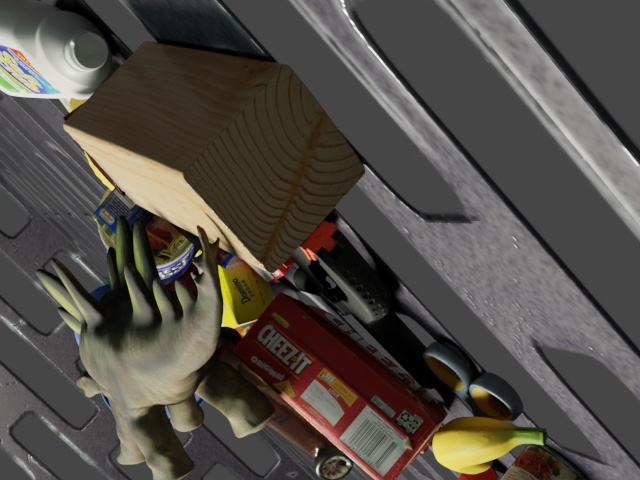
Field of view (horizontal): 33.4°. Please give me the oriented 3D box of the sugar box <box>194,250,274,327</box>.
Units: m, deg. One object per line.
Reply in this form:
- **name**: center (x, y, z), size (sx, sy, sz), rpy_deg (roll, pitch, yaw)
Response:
- **sugar box**: center (-0.091, 0.043, 1.098), size (0.176, 0.048, 0.093), rpy_deg (147, 105, -74)

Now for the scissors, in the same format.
- **scissors**: center (0.121, 0.131, 0.879), size (0.096, 0.016, 0.202), rpy_deg (37, 165, 11)

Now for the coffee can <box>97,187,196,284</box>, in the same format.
- **coffee can**: center (-0.183, -0.010, 1.146), size (0.103, 0.102, 0.140), rpy_deg (43, 167, 2)

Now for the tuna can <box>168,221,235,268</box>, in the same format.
- **tuna can**: center (-0.099, -0.017, 0.881), size (0.086, 0.034, 0.086), rpy_deg (43, 179, 1)

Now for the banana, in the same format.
- **banana**: center (0.124, 0.169, 0.863), size (0.069, 0.037, 0.198), rpy_deg (17, 165, 1)

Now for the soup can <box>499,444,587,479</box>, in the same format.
- **soup can**: center (0.163, 0.221, 0.854), size (0.068, 0.102, 0.068), rpy_deg (40, 167, 11)

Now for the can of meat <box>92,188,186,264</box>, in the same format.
- **can of meat**: center (-0.146, -0.030, 0.960), size (0.057, 0.084, 0.102), rpy_deg (42, -177, 22)

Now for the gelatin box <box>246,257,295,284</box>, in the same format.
- **gelatin box**: center (-0.056, 0.001, 0.969), size (0.073, 0.030, 0.089), rpy_deg (45, 167, -2)

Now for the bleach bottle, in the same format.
- **bleach bottle**: center (-0.244, -0.169, 0.920), size (0.102, 0.068, 0.251), rpy_deg (50, 163, -27)

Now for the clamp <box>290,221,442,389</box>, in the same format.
- **clamp**: center (0.014, 0.034, 0.848), size (0.165, 0.036, 0.210), rpy_deg (34, 168, 32)

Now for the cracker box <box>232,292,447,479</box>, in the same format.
- **cracker box**: center (0.027, 0.125, 0.928), size (0.164, 0.072, 0.213), rpy_deg (40, -179, 12)

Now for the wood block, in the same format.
- **wood block**: center (-0.076, -0.062, 0.695), size (0.090, 0.090, 0.206), rpy_deg (50, 165, -31)
